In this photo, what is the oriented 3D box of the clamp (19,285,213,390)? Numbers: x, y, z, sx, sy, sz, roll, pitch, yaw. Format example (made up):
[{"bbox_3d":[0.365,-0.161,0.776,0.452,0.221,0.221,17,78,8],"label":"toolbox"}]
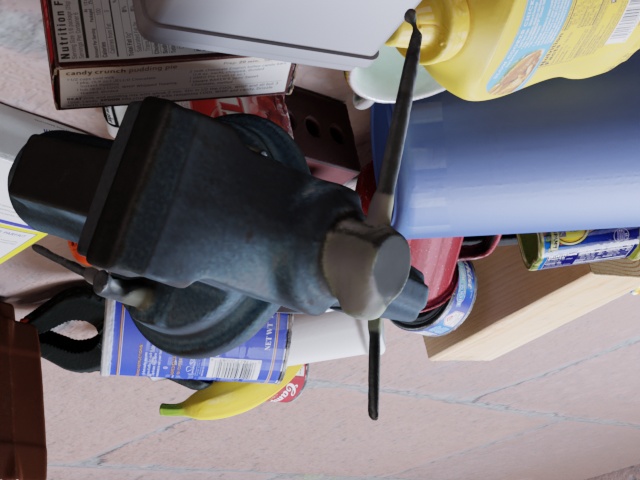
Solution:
[{"bbox_3d":[-0.170,0.084,0.915,0.171,0.120,0.039,-8,-163,1],"label":"clamp"}]

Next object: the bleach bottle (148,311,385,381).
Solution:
[{"bbox_3d":[-0.069,0.087,0.973,0.251,0.068,0.102,-13,-166,6],"label":"bleach bottle"}]

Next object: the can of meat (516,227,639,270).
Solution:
[{"bbox_3d":[0.189,-0.031,0.802,0.084,0.102,0.057,-8,158,-4],"label":"can of meat"}]

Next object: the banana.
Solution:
[{"bbox_3d":[-0.061,0.123,1.015,0.197,0.070,0.037,-27,129,-45],"label":"banana"}]

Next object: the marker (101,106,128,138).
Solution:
[{"bbox_3d":[-0.119,-0.094,0.604,0.020,0.020,0.121,-9,157,-7],"label":"marker"}]

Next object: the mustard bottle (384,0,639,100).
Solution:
[{"bbox_3d":[0.099,-0.116,0.522,0.191,0.058,0.096,-19,144,-39],"label":"mustard bottle"}]

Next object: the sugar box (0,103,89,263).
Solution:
[{"bbox_3d":[-0.227,-0.022,0.690,0.176,0.048,0.093,-29,152,29],"label":"sugar box"}]

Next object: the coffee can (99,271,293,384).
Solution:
[{"bbox_3d":[-0.099,0.059,0.839,0.140,0.103,0.103,4,155,-11],"label":"coffee can"}]

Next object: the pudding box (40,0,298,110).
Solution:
[{"bbox_3d":[-0.072,-0.110,0.495,0.113,0.090,0.039,-7,157,-13],"label":"pudding box"}]

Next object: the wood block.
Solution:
[{"bbox_3d":[0.184,0.032,0.962,0.090,0.091,0.206,5,152,-36],"label":"wood block"}]

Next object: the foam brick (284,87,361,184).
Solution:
[{"bbox_3d":[-0.021,-0.062,0.685,0.078,0.053,0.051,10,149,-43],"label":"foam brick"}]

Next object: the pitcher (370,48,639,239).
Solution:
[{"bbox_3d":[0.157,-0.067,0.685,0.242,0.145,0.149,-6,145,-4],"label":"pitcher"}]
